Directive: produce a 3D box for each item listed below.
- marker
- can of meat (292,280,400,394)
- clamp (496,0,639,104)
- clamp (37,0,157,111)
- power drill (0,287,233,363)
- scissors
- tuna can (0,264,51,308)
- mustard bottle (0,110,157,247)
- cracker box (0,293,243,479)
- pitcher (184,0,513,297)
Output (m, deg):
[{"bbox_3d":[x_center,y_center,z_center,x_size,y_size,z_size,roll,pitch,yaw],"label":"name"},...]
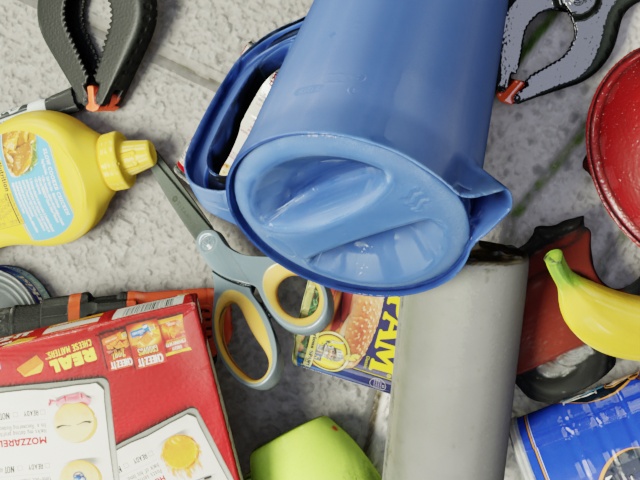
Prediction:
[{"bbox_3d":[-0.226,-0.086,0.779,0.121,0.020,0.020,-18,91,11],"label":"marker"},{"bbox_3d":[0.033,0.048,0.722,0.084,0.057,0.102,16,96,12],"label":"can of meat"},{"bbox_3d":[0.177,-0.157,0.689,0.120,0.039,0.171,28,105,12],"label":"clamp"},{"bbox_3d":[-0.149,-0.197,0.739,0.165,0.036,0.210,-6,95,26],"label":"clamp"},{"bbox_3d":[-0.148,0.128,0.744,0.184,0.057,0.188,-5,96,-4],"label":"power drill"},{"bbox_3d":[-0.055,0.001,0.720,0.096,0.016,0.202,-27,68,16],"label":"scissors"},{"bbox_3d":[-0.239,0.061,0.785,0.086,0.033,0.086,1,94,11],"label":"tuna can"},{"bbox_3d":[-0.208,-0.041,0.757,0.192,0.058,0.096,-12,107,11],"label":"mustard bottle"},{"bbox_3d":[-0.133,0.155,0.684,0.164,0.072,0.214,-14,95,-3],"label":"cracker box"},{"bbox_3d":[0.032,-0.099,0.624,0.149,0.242,0.145,28,143,-14],"label":"pitcher"}]
